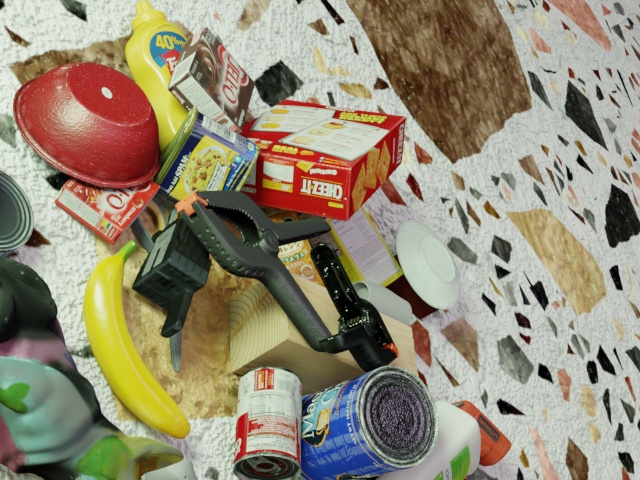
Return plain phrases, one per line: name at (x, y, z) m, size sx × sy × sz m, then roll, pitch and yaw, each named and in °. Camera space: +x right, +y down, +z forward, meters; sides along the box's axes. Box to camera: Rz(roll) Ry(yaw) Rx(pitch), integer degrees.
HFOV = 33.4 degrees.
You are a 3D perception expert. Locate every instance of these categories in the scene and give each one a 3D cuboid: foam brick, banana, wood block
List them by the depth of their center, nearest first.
banana at (-0.179, 0.097, 0.999) m, size 0.069 × 0.037 × 0.198 m, roll -15°, pitch 79°, yaw -15°
wood block at (0.006, 0.118, 1.183) m, size 0.205 × 0.091 × 0.090 m, roll 26°, pitch 45°, yaw -37°
foam brick at (0.128, 0.056, 1.416) m, size 0.078 × 0.053 × 0.051 m, roll 41°, pitch 38°, yaw -24°

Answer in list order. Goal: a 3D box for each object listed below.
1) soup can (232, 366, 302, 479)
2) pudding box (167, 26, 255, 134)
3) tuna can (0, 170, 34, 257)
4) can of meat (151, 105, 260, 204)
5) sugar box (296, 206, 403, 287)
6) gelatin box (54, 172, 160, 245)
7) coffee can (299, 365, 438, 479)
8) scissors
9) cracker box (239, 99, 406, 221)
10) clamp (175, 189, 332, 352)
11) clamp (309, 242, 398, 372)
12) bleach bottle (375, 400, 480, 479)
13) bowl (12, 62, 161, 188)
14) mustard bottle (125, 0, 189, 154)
soup can at (-0.052, 0.187, 1.078) m, size 0.068 × 0.069 × 0.102 m, roll 32°, pitch 42°, yaw -34°
pudding box at (-0.120, -0.173, 1.187) m, size 0.090 × 0.039 × 0.113 m, roll 47°, pitch 31°, yaw -26°
tuna can at (-0.302, -0.023, 0.955) m, size 0.086 × 0.034 × 0.086 m, roll 31°, pitch 43°, yaw -34°
can of meat at (-0.124, -0.078, 1.139) m, size 0.084 × 0.102 × 0.057 m, roll 29°, pitch 20°, yaw -15°
sugar box at (0.026, -0.011, 1.347) m, size 0.176 × 0.048 × 0.093 m, roll 57°, pitch 35°, yaw 4°
gelatin box at (-0.213, -0.047, 1.074) m, size 0.073 × 0.030 × 0.089 m, roll 38°, pitch 38°, yaw -5°
coffee can at (0.039, 0.195, 1.102) m, size 0.102 × 0.141 × 0.103 m, roll 14°, pitch 63°, yaw -31°
scissors at (-0.166, 0.032, 1.099) m, size 0.096 × 0.016 × 0.201 m, roll 35°, pitch 41°, yaw -28°
cracker box at (-0.007, -0.099, 1.256) m, size 0.213 × 0.164 × 0.072 m, roll -45°, pitch 142°, yaw -60°
clamp at (-0.057, 0.001, 1.083) m, size 0.209 × 0.036 × 0.164 m, roll 38°, pitch 37°, yaw -30°
clamp at (0.034, 0.077, 1.092) m, size 0.171 × 0.039 × 0.120 m, roll 43°, pitch 39°, yaw -59°
bleach bottle at (0.077, 0.286, 1.128) m, size 0.068 × 0.102 × 0.250 m, roll 26°, pitch 51°, yaw 28°
bowl at (-0.224, -0.129, 1.078) m, size 0.162 × 0.055 × 0.162 m, roll 24°, pitch 36°, yaw -19°
mustard bottle at (-0.174, -0.189, 1.220) m, size 0.096 × 0.058 × 0.192 m, roll -2°, pitch 66°, yaw -53°
